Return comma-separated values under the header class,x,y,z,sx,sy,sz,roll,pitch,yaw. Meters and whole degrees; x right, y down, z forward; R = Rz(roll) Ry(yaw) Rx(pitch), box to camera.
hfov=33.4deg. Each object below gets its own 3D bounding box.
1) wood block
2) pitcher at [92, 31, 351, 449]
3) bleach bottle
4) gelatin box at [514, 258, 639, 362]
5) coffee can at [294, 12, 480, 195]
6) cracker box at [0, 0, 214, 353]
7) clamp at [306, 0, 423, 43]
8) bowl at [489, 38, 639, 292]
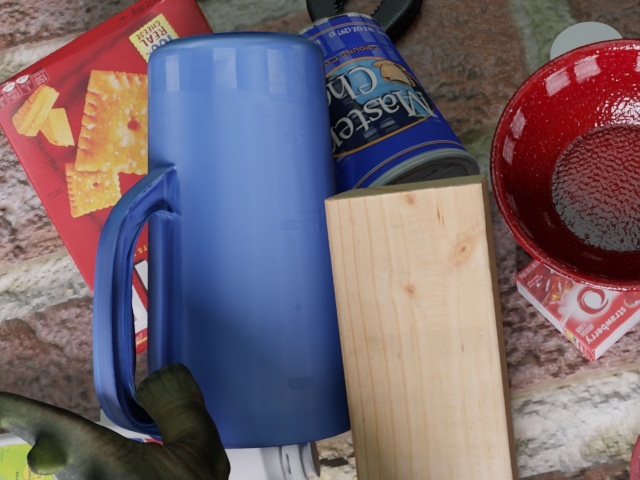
class,x,y,z,sx,sy,sz,roll,pitch,yaw
wood block,0.064,0.070,0.638,0.090,0.090,0.206,-6,95,13
pitcher,-0.054,0.001,0.649,0.145,0.149,0.243,-3,93,3
bleach bottle,-0.126,0.160,0.719,0.251,0.068,0.102,-12,64,8
gelatin box,0.186,0.024,0.708,0.089,0.030,0.073,-41,63,-4
coffee can,0.033,-0.076,0.754,0.103,0.102,0.140,-30,62,1
cracker box,-0.113,-0.050,0.755,0.164,0.072,0.214,-29,89,2
clamp,0.051,-0.225,0.852,0.165,0.036,0.210,0,69,16
bowl,0.188,-0.041,0.661,0.162,0.055,0.162,-3,74,12
